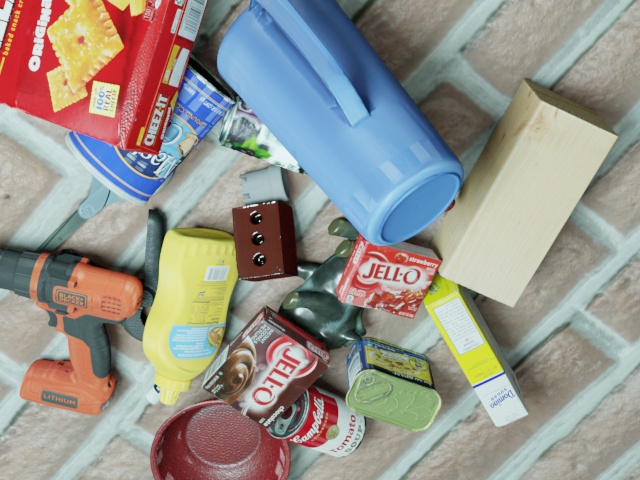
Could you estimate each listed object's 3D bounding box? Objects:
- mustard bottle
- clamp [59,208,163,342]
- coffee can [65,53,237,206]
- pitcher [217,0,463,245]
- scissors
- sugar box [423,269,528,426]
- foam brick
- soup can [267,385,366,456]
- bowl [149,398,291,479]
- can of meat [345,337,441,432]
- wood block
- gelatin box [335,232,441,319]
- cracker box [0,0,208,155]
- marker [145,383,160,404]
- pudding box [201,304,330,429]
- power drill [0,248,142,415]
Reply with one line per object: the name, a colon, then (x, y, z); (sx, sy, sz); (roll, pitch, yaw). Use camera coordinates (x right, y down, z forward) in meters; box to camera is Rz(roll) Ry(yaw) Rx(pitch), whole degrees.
mustard bottle: (-0.141, 0.084, 1.137); (0.058, 0.096, 0.192); (22, 102, 36)
clamp: (-0.189, 0.048, 1.166); (0.120, 0.039, 0.171); (-30, 116, 16)
coffee can: (-0.166, -0.119, 1.048); (0.102, 0.103, 0.140); (41, 99, -17)
pitcher: (0.018, -0.119, 0.974); (0.243, 0.148, 0.145); (52, 130, 24)
scissors: (-0.251, -0.053, 1.132); (0.202, 0.016, 0.096); (-26, 110, 9)
sugar box: (0.166, 0.111, 1.170); (0.048, 0.093, 0.176); (-25, 111, 10)
foam brick: (-0.057, 0.001, 1.118); (0.053, 0.051, 0.078); (-9, 81, 16)
soup can: (-0.005, 0.201, 1.200); (0.102, 0.068, 0.069); (28, 113, -42)
bowl: (-0.115, 0.241, 1.242); (0.162, 0.055, 0.162); (0, 114, -1)
can of meat: (0.079, 0.158, 1.194); (0.102, 0.084, 0.057); (19, 112, -10)
wood block: (0.205, -0.049, 1.103); (0.090, 0.090, 0.206); (23, 111, -11)
gelatin box: (0.069, 0.036, 1.102); (0.089, 0.030, 0.073); (15, 112, -21)
cracker box: (-0.225, -0.188, 0.976); (0.214, 0.072, 0.164); (21, 97, 20)
marker: (-0.154, 0.143, 1.218); (0.020, 0.020, 0.121); (41, 107, -17)
pudding box: (-0.057, 0.135, 1.133); (0.090, 0.039, 0.114); (36, 115, -15)
power drill: (-0.287, 0.096, 1.153); (0.184, 0.057, 0.188); (13, 126, 4)
